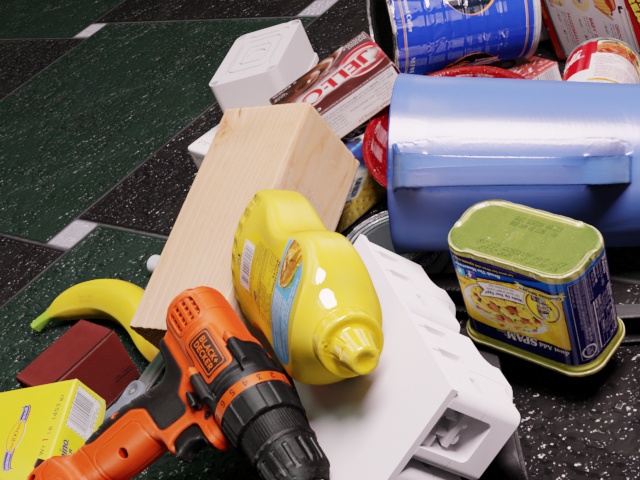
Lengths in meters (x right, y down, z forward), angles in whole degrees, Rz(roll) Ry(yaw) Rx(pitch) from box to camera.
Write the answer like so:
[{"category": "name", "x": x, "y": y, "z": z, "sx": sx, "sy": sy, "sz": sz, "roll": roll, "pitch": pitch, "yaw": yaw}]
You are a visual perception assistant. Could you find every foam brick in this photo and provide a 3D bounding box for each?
[{"category": "foam brick", "x": -0.200, "y": 0.113, "z": 0.881, "sx": 0.051, "sy": 0.053, "sz": 0.078, "roll": 10, "pitch": 44, "yaw": 44}]

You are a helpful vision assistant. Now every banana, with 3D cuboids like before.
[{"category": "banana", "x": -0.184, "y": 0.069, "z": 0.959, "sx": 0.198, "sy": 0.037, "sz": 0.069, "roll": 6, "pitch": 66, "yaw": 45}]

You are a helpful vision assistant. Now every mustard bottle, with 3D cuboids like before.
[{"category": "mustard bottle", "x": -0.006, "y": 0.037, "z": 0.680, "sx": 0.058, "sy": 0.096, "sz": 0.192, "roll": 4, "pitch": 17, "yaw": -21}]

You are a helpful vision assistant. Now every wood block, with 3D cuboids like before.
[{"category": "wood block", "x": -0.055, "y": 0.001, "z": 0.849, "sx": 0.091, "sy": 0.090, "sz": 0.206, "roll": 0, "pitch": 58, "yaw": 37}]

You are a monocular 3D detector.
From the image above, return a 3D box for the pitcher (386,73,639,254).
[{"category": "pitcher", "x": 0.167, "y": -0.052, "z": 0.752, "sx": 0.243, "sy": 0.145, "sz": 0.149, "roll": 1, "pitch": 50, "yaw": 13}]

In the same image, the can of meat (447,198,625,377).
[{"category": "can of meat", "x": 0.134, "y": 0.028, "z": 0.673, "sx": 0.102, "sy": 0.084, "sz": 0.057, "roll": 18, "pitch": 52, "yaw": 40}]

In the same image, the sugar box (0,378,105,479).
[{"category": "sugar box", "x": -0.252, "y": 0.164, "z": 0.815, "sx": 0.176, "sy": 0.048, "sz": 0.093, "roll": -12, "pitch": 46, "yaw": 28}]

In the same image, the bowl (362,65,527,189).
[{"category": "bowl", "x": 0.120, "y": -0.077, "z": 0.919, "sx": 0.162, "sy": 0.055, "sz": 0.162, "roll": -11, "pitch": 47, "yaw": 12}]

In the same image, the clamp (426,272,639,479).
[{"category": "clamp", "x": 0.116, "y": 0.075, "z": 0.727, "sx": 0.164, "sy": 0.036, "sz": 0.210, "roll": -41, "pitch": 38, "yaw": -26}]

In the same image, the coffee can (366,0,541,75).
[{"category": "coffee can", "x": 0.124, "y": -0.212, "z": 1.007, "sx": 0.140, "sy": 0.103, "sz": 0.103, "roll": -12, "pitch": 30, "yaw": -7}]

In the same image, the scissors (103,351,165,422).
[{"category": "scissors", "x": -0.164, "y": 0.130, "z": 0.846, "sx": 0.096, "sy": 0.016, "sz": 0.201, "roll": -11, "pitch": 39, "yaw": 31}]

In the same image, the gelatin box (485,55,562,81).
[{"category": "gelatin box", "x": 0.176, "y": -0.147, "z": 1.030, "sx": 0.089, "sy": 0.030, "sz": 0.073, "roll": -33, "pitch": 31, "yaw": -14}]

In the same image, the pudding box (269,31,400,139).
[{"category": "pudding box", "x": 0.015, "y": -0.132, "z": 0.964, "sx": 0.113, "sy": 0.039, "sz": 0.090, "roll": -37, "pitch": 30, "yaw": 6}]

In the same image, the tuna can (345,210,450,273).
[{"category": "tuna can", "x": 0.061, "y": 0.011, "z": 0.867, "sx": 0.086, "sy": 0.033, "sz": 0.086, "roll": -18, "pitch": 31, "yaw": 11}]

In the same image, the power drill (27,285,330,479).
[{"category": "power drill", "x": -0.094, "y": 0.144, "z": 0.689, "sx": 0.188, "sy": 0.057, "sz": 0.185, "roll": -44, "pitch": 46, "yaw": 5}]
